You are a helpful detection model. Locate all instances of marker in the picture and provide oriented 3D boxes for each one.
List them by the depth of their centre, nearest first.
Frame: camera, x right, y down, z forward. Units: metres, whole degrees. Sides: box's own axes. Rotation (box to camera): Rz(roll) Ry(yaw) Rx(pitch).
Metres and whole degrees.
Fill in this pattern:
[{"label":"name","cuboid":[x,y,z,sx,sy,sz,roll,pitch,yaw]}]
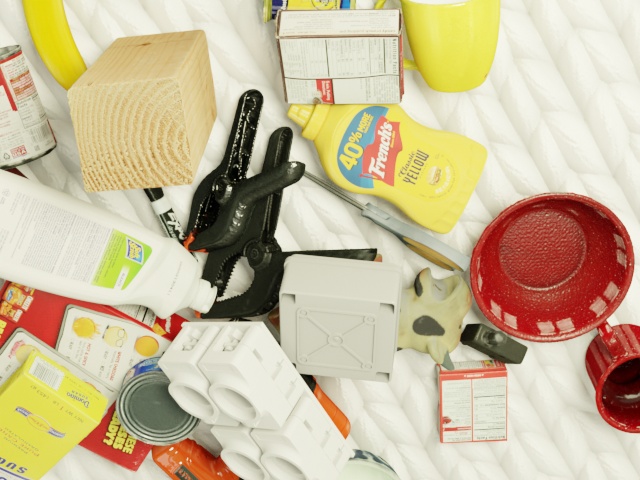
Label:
[{"label":"marker","cuboid":[-0.151,-0.014,1.079,0.020,0.020,0.121,-21,110,9]}]

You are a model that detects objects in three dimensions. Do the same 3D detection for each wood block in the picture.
[{"label":"wood block","cuboid":[-0.149,-0.119,0.936,0.091,0.206,0.090,-5,112,3]}]

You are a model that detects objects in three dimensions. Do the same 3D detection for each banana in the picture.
[{"label":"banana","cuboid":[-0.243,-0.226,0.986,0.069,0.037,0.198,6,112,-1]}]

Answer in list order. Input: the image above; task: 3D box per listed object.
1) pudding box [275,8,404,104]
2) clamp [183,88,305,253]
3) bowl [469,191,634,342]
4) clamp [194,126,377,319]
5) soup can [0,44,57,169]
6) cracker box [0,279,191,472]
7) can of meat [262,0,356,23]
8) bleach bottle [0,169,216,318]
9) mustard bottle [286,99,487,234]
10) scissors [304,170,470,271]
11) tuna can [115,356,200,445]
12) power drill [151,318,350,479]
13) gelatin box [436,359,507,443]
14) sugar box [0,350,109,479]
[{"label":"pudding box","cuboid":[0.019,-0.165,0.966,0.113,0.039,0.090,-1,144,4]},{"label":"clamp","cuboid":[-0.084,-0.060,1.034,0.039,0.120,0.172,17,132,-38]},{"label":"bowl","cuboid":[0.226,0.019,1.066,0.162,0.055,0.162,0,112,1]},{"label":"clamp","cuboid":[-0.057,0.001,1.056,0.210,0.036,0.164,-37,71,28]},{"label":"soup can","cuboid":[-0.298,-0.126,1.011,0.068,0.068,0.102,-14,111,6]},{"label":"cracker box","cuboid":[-0.245,0.120,1.107,0.213,0.072,0.164,29,111,-11]},{"label":"can of meat","cuboid":[-0.009,-0.248,0.963,0.084,0.057,0.102,2,112,-1]},{"label":"bleach bottle","cuboid":[-0.221,0.019,1.019,0.250,0.068,0.102,24,87,-18]},{"label":"mustard bottle","cuboid":[0.057,-0.087,1.024,0.191,0.058,0.096,25,96,-8]},{"label":"scissors","cuboid":[0.062,-0.019,1.067,0.202,0.096,0.016,30,84,20]},{"label":"tuna can","cuboid":[-0.159,0.160,1.065,0.086,0.033,0.086,0,114,0]},{"label":"power drill","cuboid":[-0.089,0.191,1.139,0.188,0.057,0.184,-37,107,14]},{"label":"gelatin box","cuboid":[0.162,0.173,1.143,0.073,0.030,0.089,-4,112,1]},{"label":"sugar box","cuboid":[-0.304,0.195,1.078,0.093,0.048,0.176,38,116,-16]}]
